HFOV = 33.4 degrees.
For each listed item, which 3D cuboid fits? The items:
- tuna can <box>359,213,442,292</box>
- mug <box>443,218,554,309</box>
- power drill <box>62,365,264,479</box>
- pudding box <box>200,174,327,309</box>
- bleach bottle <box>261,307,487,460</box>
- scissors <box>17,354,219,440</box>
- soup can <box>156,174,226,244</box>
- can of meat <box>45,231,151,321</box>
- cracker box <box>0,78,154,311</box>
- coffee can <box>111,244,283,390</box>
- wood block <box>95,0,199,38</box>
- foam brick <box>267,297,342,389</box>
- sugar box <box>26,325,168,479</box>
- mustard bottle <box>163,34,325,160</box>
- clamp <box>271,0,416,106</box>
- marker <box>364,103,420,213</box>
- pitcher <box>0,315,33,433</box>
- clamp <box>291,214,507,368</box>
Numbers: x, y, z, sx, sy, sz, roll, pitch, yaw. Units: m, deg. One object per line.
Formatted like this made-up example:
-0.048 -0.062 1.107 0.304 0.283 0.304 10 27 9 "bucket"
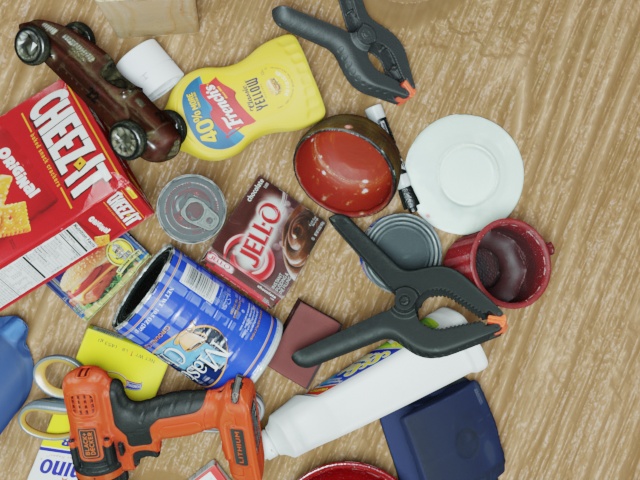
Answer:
0.085 0.014 1.139 0.086 0.034 0.086 0 92 -5 "tuna can"
0.190 0.025 1.119 0.117 0.082 0.093 -21 89 -21 "mug"
-0.152 0.205 1.045 0.187 0.057 0.184 -4 115 3 "power drill"
-0.057 0.001 1.098 0.090 0.039 0.113 35 53 -7 "pudding box"
0.043 0.158 1.105 0.250 0.102 0.068 -29 96 -5 "bleach bottle"
-0.205 0.158 1.080 0.201 0.016 0.096 -5 95 -2 "scissors"
-0.130 -0.032 1.083 0.068 0.102 0.068 0 92 -5 "soup can"
-0.237 0.021 1.100 0.102 0.057 0.084 -45 97 -2 "can of meat"
-0.296 -0.041 1.047 0.213 0.072 0.164 -33 60 -2 "cracker box"
-0.123 0.084 1.077 0.140 0.103 0.103 36 89 -16 "coffee can"
-0.165 -0.256 1.019 0.090 0.206 0.091 -5 93 -5 "wood block"
-0.019 0.108 1.124 0.051 0.053 0.078 29 88 -6 "foam brick"
-0.230 0.185 1.112 0.093 0.048 0.176 21 89 -6 "sugar box"
-0.098 -0.136 1.104 0.191 0.058 0.096 -22 93 -3 "mustard bottle"
0.039 -0.218 1.116 0.171 0.039 0.120 41 66 -17 "clamp"
0.078 -0.086 1.138 0.020 0.020 0.121 -22 91 -4 "marker"
-0.362 0.162 1.001 0.145 0.243 0.149 3 99 -6 "pitcher"
0.083 0.055 1.070 0.210 0.036 0.164 3 72 14 "clamp"
